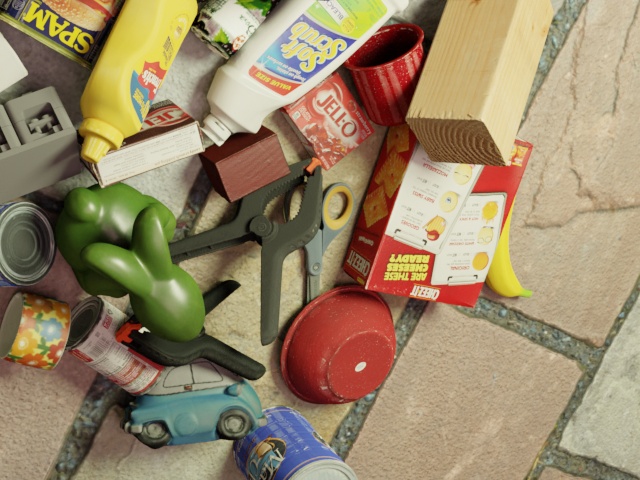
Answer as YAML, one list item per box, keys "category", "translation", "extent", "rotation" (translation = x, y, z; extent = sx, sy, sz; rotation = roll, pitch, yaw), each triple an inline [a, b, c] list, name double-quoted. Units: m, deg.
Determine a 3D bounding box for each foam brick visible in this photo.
- category: "foam brick"
  translation: [-0.081, -0.083, 1.147]
  extent: [0.078, 0.053, 0.051]
  rotation: [-27, 119, -15]

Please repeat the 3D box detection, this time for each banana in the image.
- category: "banana"
  translation: [0.228, -0.005, 1.346]
  extent: [0.069, 0.037, 0.198]
  rotation: [-29, 122, -35]

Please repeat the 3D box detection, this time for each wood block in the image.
- category: "wood block"
  translation: [0.175, -0.191, 1.151]
  extent: [0.090, 0.091, 0.206]
  rotation: [49, 55, -50]

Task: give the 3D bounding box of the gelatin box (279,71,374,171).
- category: "gelatin box"
  translation: [0.008, -0.134, 1.185]
  extent: [0.073, 0.030, 0.089]
  rotation: [-40, 122, -8]

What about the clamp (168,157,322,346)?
- category: "clamp"
  translation: [-0.058, 0.001, 1.158]
  extent: [0.210, 0.165, 0.036]
  rotation: [-45, 165, -13]

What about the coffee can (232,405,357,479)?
- category: "coffee can"
  translation: [-0.031, 0.272, 1.256]
  extent: [0.102, 0.140, 0.103]
  rotation: [-10, 113, -24]

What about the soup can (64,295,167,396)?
- category: "soup can"
  translation: [-0.220, 0.113, 1.143]
  extent: [0.102, 0.069, 0.068]
  rotation: [41, 88, -32]

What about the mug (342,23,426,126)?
- category: "mug"
  translation: [0.084, -0.187, 1.178]
  extent: [0.117, 0.093, 0.081]
  rotation: [-59, 137, -41]

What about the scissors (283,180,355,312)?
- category: "scissors"
  translation: [0.008, 0.016, 1.252]
  extent: [0.096, 0.016, 0.202]
  rotation: [-23, 118, -18]

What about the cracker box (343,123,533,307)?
- category: "cracker box"
  translation: [0.137, -0.040, 1.264]
  extent: [0.164, 0.072, 0.214]
  rotation: [11, 105, -29]

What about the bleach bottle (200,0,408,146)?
- category: "bleach bottle"
  translation: [-0.027, -0.196, 1.127]
  extent: [0.251, 0.068, 0.102]
  rotation: [-47, 121, -1]

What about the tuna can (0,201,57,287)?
- category: "tuna can"
  translation: [-0.302, 0.004, 1.054]
  extent: [0.086, 0.034, 0.086]
  rotation: [4, 85, -57]

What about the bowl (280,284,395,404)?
- category: "bowl"
  translation: [0.034, 0.137, 1.279]
  extent: [0.161, 0.055, 0.162]
  rotation: [-14, 119, -27]

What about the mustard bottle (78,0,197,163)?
- category: "mustard bottle"
  translation: [-0.180, -0.160, 1.012]
  extent: [0.058, 0.096, 0.191]
  rotation: [20, 74, 7]

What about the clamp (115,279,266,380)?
- category: "clamp"
  translation: [-0.140, 0.088, 1.151]
  extent: [0.171, 0.120, 0.039]
  rotation: [13, 136, -36]

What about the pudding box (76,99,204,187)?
- category: "pudding box"
  translation: [-0.183, -0.099, 1.067]
  extent: [0.113, 0.090, 0.039]
  rotation: [-24, 119, -17]

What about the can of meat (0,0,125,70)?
- category: "can of meat"
  translation: [-0.244, -0.223, 1.010]
  extent: [0.102, 0.058, 0.084]
  rotation: [29, 92, -33]
